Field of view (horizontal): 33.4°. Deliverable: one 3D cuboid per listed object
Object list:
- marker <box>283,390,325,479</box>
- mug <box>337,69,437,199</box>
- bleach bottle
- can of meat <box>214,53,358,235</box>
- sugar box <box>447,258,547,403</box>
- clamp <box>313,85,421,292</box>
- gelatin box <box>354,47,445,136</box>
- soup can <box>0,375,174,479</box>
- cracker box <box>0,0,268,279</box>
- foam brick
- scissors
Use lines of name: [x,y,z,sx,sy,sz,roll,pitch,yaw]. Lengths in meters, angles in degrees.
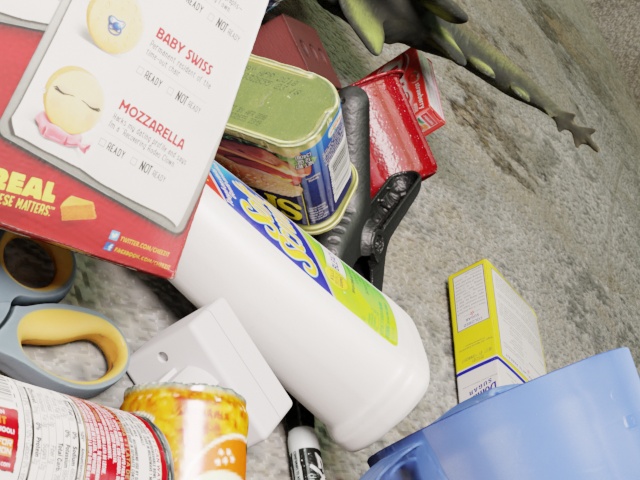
marker: [-0.006,0.133,0.578,0.020,0.020,0.121,34,35,-44]
mug: [0.036,-0.071,0.816,0.117,0.093,0.081,129,-63,-85]
bleach bottle: [-0.054,0.001,0.559,0.250,0.068,0.102,41,15,-19]
can of meat: [-0.033,-0.058,0.605,0.057,0.102,0.084,-62,160,-25]
sugar box: [0.148,0.108,0.869,0.093,0.048,0.176,45,32,-30]
clamp: [0.019,-0.009,0.679,0.120,0.039,0.171,52,45,-42]
gelatin box: [0.065,-0.119,0.927,0.030,0.073,0.089,39,32,-38]
soup can: [-0.110,0.083,0.376,0.102,0.069,0.068,30,38,-47]
cracker box: [-0.106,-0.109,0.436,0.163,0.072,0.213,21,85,-40]
foam brick: [-0.026,-0.124,0.774,0.053,0.051,0.078,65,17,4]
scissors: [-0.153,0.021,0.427,0.201,0.016,0.096,22,42,-54]
